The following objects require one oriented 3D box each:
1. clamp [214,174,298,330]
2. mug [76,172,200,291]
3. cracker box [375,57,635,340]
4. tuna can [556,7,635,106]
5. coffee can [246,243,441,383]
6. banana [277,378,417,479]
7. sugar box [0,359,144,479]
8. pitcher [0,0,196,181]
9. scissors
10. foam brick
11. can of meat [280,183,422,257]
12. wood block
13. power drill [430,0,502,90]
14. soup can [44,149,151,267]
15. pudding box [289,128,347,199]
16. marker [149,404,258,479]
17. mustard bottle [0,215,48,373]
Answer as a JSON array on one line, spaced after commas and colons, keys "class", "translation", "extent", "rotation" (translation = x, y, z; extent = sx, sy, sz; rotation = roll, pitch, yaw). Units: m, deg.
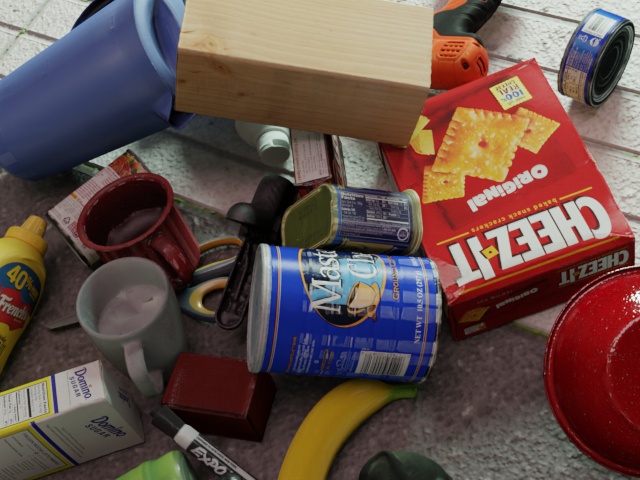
[{"class": "clamp", "translation": [-0.056, 0.001, 0.948], "extent": [0.039, 0.120, 0.171], "rotation": [21, 24, 8]}, {"class": "mug", "translation": [-0.152, 0.004, 0.957], "extent": [0.093, 0.081, 0.117], "rotation": [-44, 47, -18]}, {"class": "cracker box", "translation": [0.154, -0.041, 0.931], "extent": [0.164, 0.072, 0.214], "rotation": [-21, 55, 2]}, {"class": "tuna can", "translation": [0.254, -0.167, 0.979], "extent": [0.034, 0.086, 0.086], "rotation": [29, 69, 27]}, {"class": "coffee can", "translation": [0.016, 0.059, 0.856], "extent": [0.140, 0.103, 0.103], "rotation": [5, 56, -8]}, {"class": "banana", "translation": [0.003, 0.181, 0.847], "extent": [0.070, 0.037, 0.197], "rotation": [20, 65, 26]}, {"class": "sugar box", "translation": [-0.246, 0.162, 0.894], "extent": [0.176, 0.093, 0.048], "rotation": [-20, 55, 0]}, {"class": "pitcher", "translation": [-0.214, -0.155, 1.032], "extent": [0.243, 0.145, 0.149], "rotation": [-21, 18, 30]}, {"class": "scissors", "translation": [-0.150, 0.063, 0.979], "extent": [0.201, 0.016, 0.096], "rotation": [-30, 54, -5]}, {"class": "foam brick", "translation": [-0.084, 0.131, 0.894], "extent": [0.078, 0.053, 0.051], "rotation": [5, 59, 17]}, {"class": "can of meat", "translation": [0.024, -0.009, 0.908], "extent": [0.083, 0.102, 0.057], "rotation": [5, 71, -27]}, {"class": "wood block", "translation": [-0.015, -0.153, 0.909], "extent": [0.206, 0.090, 0.091], "rotation": [8, 62, -5]}, {"class": "power drill", "translation": [0.111, -0.222, 1.062], "extent": [0.185, 0.057, 0.187], "rotation": [12, 59, 38]}, {"class": "soup can", "translation": [-0.203, -0.030, 1.023], "extent": [0.102, 0.068, 0.069], "rotation": [-40, 56, -11]}, {"class": "pudding box", "translation": [0.000, -0.071, 0.981], "extent": [0.039, 0.090, 0.113], "rotation": [-14, 55, 6]}, {"class": "marker", "translation": [-0.088, 0.174, 0.858], "extent": [0.121, 0.020, 0.020], "rotation": [37, 71, 5]}, {"class": "mustard bottle", "translation": [-0.301, 0.059, 0.973], "extent": [0.058, 0.096, 0.191], "rotation": [10, 61, 21]}]
